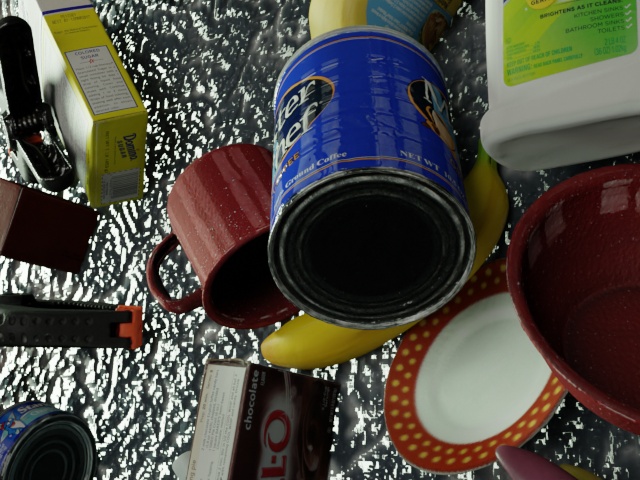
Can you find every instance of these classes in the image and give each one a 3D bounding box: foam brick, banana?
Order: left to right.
[{"bbox_3d":[-0.213,-0.012,0.783,0.051,0.078,0.053,19,88,35],"label":"foam brick"},{"bbox_3d":[0.043,0.025,0.624,0.198,0.037,0.069,-42,25,15],"label":"banana"}]

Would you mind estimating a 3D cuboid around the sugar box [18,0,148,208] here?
[{"bbox_3d":[-0.176,-0.118,0.782,0.176,0.048,0.093,63,153,31],"label":"sugar box"}]

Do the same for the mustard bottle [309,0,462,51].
[{"bbox_3d":[0.047,-0.153,0.632,0.058,0.096,0.192,40,101,33],"label":"mustard bottle"}]

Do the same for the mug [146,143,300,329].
[{"bbox_3d":[-0.054,0.001,0.659,0.117,0.093,0.081,-32,54,0],"label":"mug"}]

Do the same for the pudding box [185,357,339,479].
[{"bbox_3d":[-0.034,0.129,0.613,0.039,0.089,0.113,-2,76,35],"label":"pudding box"}]

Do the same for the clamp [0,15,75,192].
[{"bbox_3d":[-0.212,-0.093,0.769,0.172,0.039,0.120,-175,75,-67],"label":"clamp"}]

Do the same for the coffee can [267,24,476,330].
[{"bbox_3d":[0.024,-0.037,0.572,0.103,0.102,0.140,-32,33,23],"label":"coffee can"}]

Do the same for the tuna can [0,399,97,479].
[{"bbox_3d":[-0.192,0.153,0.717,0.034,0.086,0.086,11,84,34],"label":"tuna can"}]

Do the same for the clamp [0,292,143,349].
[{"bbox_3d":[-0.218,0.055,0.757,0.210,0.164,0.036,1,92,12],"label":"clamp"}]

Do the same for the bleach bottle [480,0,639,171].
[{"bbox_3d":[0.126,-0.168,0.547,0.103,0.068,0.251,-10,73,26],"label":"bleach bottle"}]
